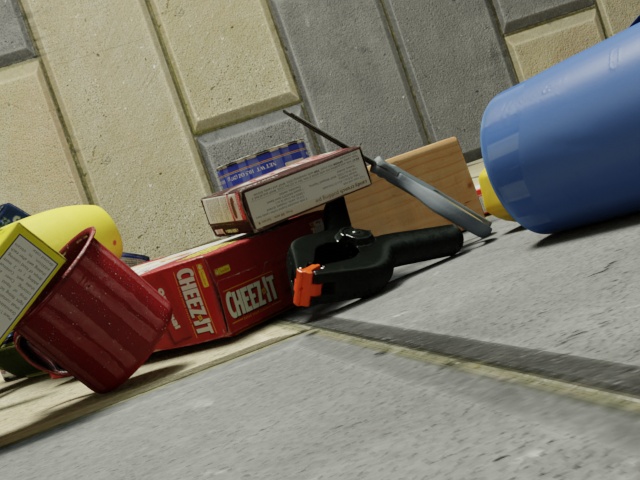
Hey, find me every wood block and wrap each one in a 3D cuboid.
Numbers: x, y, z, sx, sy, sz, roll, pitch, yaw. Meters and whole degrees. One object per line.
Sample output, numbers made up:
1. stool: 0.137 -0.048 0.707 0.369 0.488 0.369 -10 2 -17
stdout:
1. wood block: 0.041 -0.023 1.016 0.205 0.090 0.091 -21 2 -28

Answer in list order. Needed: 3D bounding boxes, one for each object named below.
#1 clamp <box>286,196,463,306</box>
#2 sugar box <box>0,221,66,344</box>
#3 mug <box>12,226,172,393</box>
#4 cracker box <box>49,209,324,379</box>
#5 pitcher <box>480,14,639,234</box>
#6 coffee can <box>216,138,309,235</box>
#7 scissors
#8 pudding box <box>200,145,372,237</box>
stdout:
1. clamp: 0.036 0.010 0.806 0.120 0.039 0.171 6 24 19
2. sugar box: -0.239 0.072 0.669 0.176 0.048 0.093 -54 18 -23
3. mug: -0.165 0.058 0.740 0.117 0.081 0.093 -38 20 27
4. cracker box: -0.111 0.047 0.895 0.214 0.072 0.163 -16 5 37
5. pitcher: 0.230 -0.094 0.695 0.243 0.145 0.149 -20 2 41
6. coffee can: -0.043 -0.029 1.170 0.103 0.140 0.103 -19 3 1
7. scissors: 0.063 -0.051 0.874 0.016 0.201 0.096 -60 19 8
8. pudding box: -0.028 -0.039 0.857 0.113 0.039 0.090 -25 8 -24
